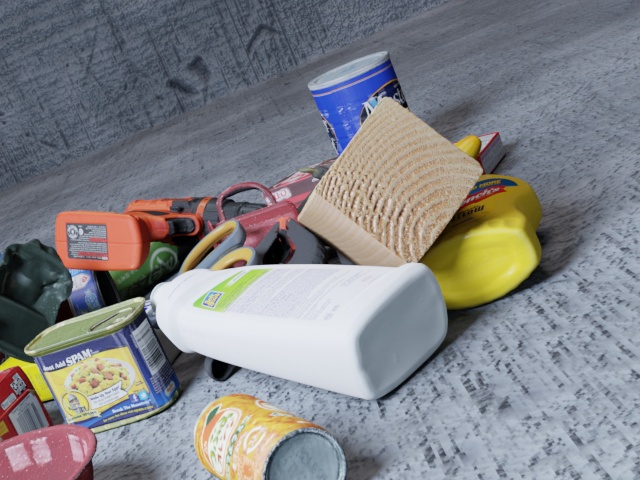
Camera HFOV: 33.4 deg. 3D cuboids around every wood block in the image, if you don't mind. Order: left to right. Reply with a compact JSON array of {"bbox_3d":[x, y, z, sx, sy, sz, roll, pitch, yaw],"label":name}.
[{"bbox_3d":[0.048,-0.034,0.844,0.090,0.091,0.206,-53,1,-6],"label":"wood block"}]

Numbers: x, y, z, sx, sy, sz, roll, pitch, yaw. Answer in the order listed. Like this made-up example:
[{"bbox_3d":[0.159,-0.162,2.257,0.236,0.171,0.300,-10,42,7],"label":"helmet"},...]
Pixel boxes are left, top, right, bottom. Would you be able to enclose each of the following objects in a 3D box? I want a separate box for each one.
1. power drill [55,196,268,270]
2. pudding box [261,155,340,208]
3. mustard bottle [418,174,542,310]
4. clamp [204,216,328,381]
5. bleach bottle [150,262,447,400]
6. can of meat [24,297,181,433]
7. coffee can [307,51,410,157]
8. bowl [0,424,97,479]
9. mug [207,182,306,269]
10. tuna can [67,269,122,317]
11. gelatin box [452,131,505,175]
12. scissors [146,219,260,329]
[{"bbox_3d":[-0.157,-0.010,1.072,0.185,0.057,0.187,0,6,27],"label":"power drill"},{"bbox_3d":[-0.004,-0.064,1.196,0.090,0.039,0.113,-17,7,21],"label":"pudding box"},{"bbox_3d":[0.130,-0.010,0.860,0.096,0.058,0.191,-25,12,20],"label":"mustard bottle"},{"bbox_3d":[-0.024,0.041,0.881,0.120,0.039,0.171,-7,42,22],"label":"clamp"},{"bbox_3d":[-0.035,0.053,0.792,0.251,0.068,0.102,6,33,45],"label":"bleach bottle"},{"bbox_3d":[-0.172,0.103,0.860,0.102,0.084,0.057,-18,15,18],"label":"can of meat"},{"bbox_3d":[0.058,-0.140,1.269,0.103,0.140,0.103,-21,14,6],"label":"coffee can"},{"bbox_3d":[-0.207,0.183,0.682,0.162,0.055,0.162,-21,14,6],"label":"bowl"},{"bbox_3d":[-0.057,0.001,1.000,0.081,0.117,0.093,-20,-7,-8],"label":"mug"},{"bbox_3d":[-0.229,0.062,1.090,0.034,0.086,0.086,-21,14,1],"label":"tuna can"},{"bbox_3d":[0.152,-0.083,1.145,0.073,0.030,0.089,-13,17,29],"label":"gelatin box"},{"bbox_3d":[-0.123,0.063,0.900,0.096,0.016,0.201,17,63,51],"label":"scissors"}]
